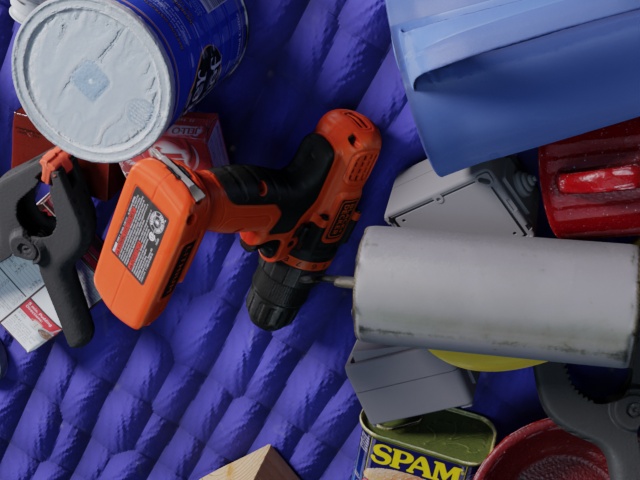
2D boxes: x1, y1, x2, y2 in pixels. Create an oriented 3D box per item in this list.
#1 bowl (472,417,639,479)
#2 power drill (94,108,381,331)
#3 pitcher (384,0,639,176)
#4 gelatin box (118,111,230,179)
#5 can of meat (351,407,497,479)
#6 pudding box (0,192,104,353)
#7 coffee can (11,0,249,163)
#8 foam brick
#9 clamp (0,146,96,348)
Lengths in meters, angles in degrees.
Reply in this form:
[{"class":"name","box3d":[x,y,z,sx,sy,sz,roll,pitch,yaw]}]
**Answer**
[{"class":"bowl","box3d":[0.182,0.205,0.780,0.162,0.055,0.162,0,87,2]},{"class":"power drill","box3d":[-0.055,0.001,0.704,0.057,0.187,0.185,41,124,27]},{"class":"pitcher","box3d":[0.160,-0.125,0.584,0.243,0.149,0.145,-14,137,15]},{"class":"gelatin box","box3d":[-0.103,-0.053,0.757,0.073,0.030,0.089,7,142,13]},{"class":"can of meat","box3d":[0.076,0.172,0.819,0.102,0.057,0.084,15,122,10]},{"class":"pudding box","box3d":[-0.221,0.027,0.849,0.114,0.039,0.090,-36,101,27]},{"class":"coffee can","box3d":[-0.116,-0.122,0.680,0.103,0.140,0.103,7,118,14]},{"class":"foam brick","box3d":[-0.178,-0.070,0.778,0.078,0.051,0.053,16,119,9]},{"class":"clamp","box3d":[-0.199,0.007,0.780,0.120,0.039,0.172,30,132,-8]}]
